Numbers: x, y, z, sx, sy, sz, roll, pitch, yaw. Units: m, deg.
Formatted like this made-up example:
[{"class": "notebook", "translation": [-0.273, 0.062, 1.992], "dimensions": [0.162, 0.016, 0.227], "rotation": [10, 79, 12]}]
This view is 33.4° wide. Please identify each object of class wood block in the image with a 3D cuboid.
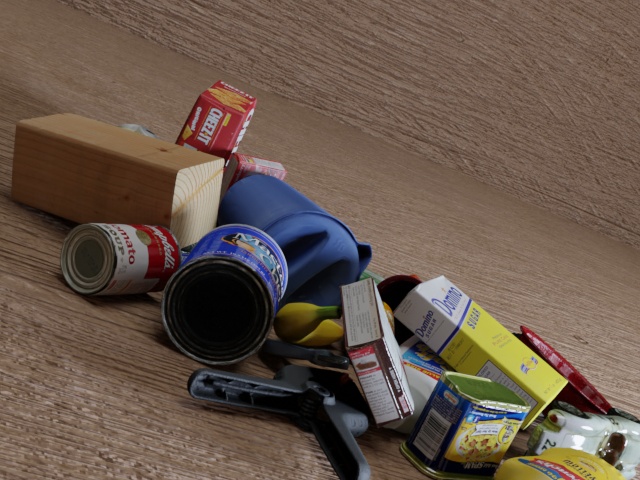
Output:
[{"class": "wood block", "translation": [-0.217, -0.065, 1.131], "dimensions": [0.206, 0.090, 0.090], "rotation": [18, 20, 23]}]

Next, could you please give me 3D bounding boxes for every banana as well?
[{"class": "banana", "translation": [-0.012, 0.088, 1.080], "dimensions": [0.069, 0.037, 0.198], "rotation": [9, -8, 3]}]

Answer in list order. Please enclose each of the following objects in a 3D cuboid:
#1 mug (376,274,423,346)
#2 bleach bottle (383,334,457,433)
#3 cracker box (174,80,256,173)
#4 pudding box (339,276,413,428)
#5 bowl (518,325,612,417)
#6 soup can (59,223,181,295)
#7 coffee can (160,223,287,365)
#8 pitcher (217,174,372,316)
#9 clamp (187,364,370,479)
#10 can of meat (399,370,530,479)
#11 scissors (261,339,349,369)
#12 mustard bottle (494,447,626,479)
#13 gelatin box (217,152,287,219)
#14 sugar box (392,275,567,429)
[{"class": "mug", "translation": [0.100, 0.091, 1.279], "dimensions": [0.117, 0.093, 0.081], "rotation": [-9, -9, 26]}, {"class": "bleach bottle", "translation": [0.111, 0.149, 1.092], "dimensions": [0.103, 0.068, 0.250], "rotation": [32, 16, 14]}, {"class": "cracker box", "translation": [-0.155, -0.124, 1.456], "dimensions": [0.072, 0.164, 0.213], "rotation": [26, 12, -4]}, {"class": "pudding box", "translation": [0.049, 0.099, 0.966], "dimensions": [0.113, 0.039, 0.090], "rotation": [-99, 168, -64]}, {"class": "bowl", "translation": [0.280, 0.176, 1.272], "dimensions": [0.162, 0.055, 0.162], "rotation": [41, 9, -9]}, {"class": "soup can", "translation": [-0.190, 0.017, 1.019], "dimensions": [0.069, 0.068, 0.102], "rotation": [32, 14, 26]}, {"class": "coffee can", "translation": [-0.088, 0.048, 1.013], "dimensions": [0.103, 0.103, 0.140], "rotation": [25, 12, -2]}, {"class": "pitcher", "translation": [-0.058, 0.002, 1.248], "dimensions": [0.149, 0.145, 0.243], "rotation": [34, 5, -22]}, {"class": "clamp", "translation": [-0.018, 0.140, 0.921], "dimensions": [0.164, 0.036, 0.209], "rotation": [28, 10, 8]}, {"class": "can of meat", "translation": [0.135, 0.172, 0.982], "dimensions": [0.101, 0.084, 0.058], "rotation": [15, 16, -40]}, {"class": "scissors", "translation": [-0.016, 0.105, 0.985], "dimensions": [0.096, 0.016, 0.201], "rotation": [12, -7, 7]}, {"class": "mustard bottle", "translation": [0.208, 0.229, 0.953], "dimensions": [0.096, 0.058, 0.191], "rotation": [32, 14, 33]}, {"class": "gelatin box", "translation": [-0.094, -0.064, 1.374], "dimensions": [0.073, 0.089, 0.030], "rotation": [10, 28, -34]}, {"class": "sugar box", "translation": [0.166, 0.111, 1.104], "dimensions": [0.176, 0.048, 0.093], "rotation": [43, 23, 15]}]
